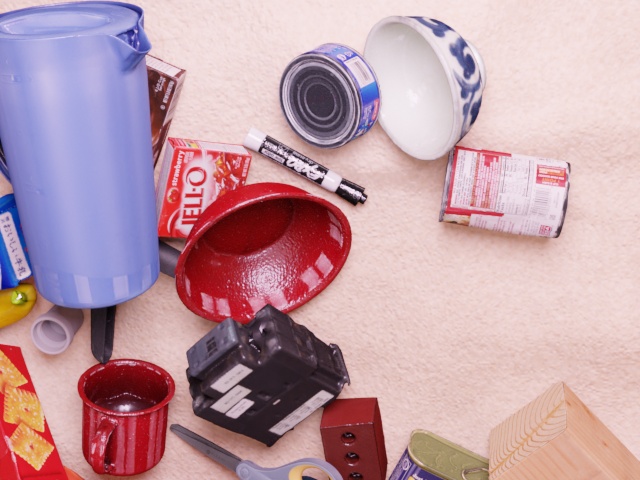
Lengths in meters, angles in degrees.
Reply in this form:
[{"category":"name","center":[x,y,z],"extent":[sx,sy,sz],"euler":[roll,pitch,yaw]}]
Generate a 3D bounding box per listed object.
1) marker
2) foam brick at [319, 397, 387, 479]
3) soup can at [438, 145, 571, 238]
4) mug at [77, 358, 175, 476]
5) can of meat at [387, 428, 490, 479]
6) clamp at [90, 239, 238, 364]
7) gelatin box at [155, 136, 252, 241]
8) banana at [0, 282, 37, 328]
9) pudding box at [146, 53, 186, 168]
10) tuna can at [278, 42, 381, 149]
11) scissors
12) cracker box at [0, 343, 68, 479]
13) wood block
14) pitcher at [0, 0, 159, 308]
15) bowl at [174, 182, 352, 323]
[{"category":"marker","center":[-0.012,-0.065,0.952],"extent":[0.121,0.020,0.020],"euler":[29,113,-2]},{"category":"foam brick","center":[0.033,0.197,1.028],"extent":[0.053,0.051,0.078],"euler":[-7,109,12]},{"category":"soup can","center":[0.156,-0.041,0.907],"extent":[0.102,0.068,0.068],"euler":[9,112,6]},{"category":"mug","center":[-0.192,0.179,1.027],"extent":[0.093,0.117,0.081],"euler":[11,117,6]},{"category":"can of meat","center":[0.115,0.244,1.030],"extent":[0.102,0.057,0.084],"euler":[25,115,0]},{"category":"clamp","center":[-0.198,0.011,1.003],"extent":[0.165,0.036,0.210],"euler":[-33,100,19]},{"category":"gelatin box","center":[-0.107,-0.044,0.954],"extent":[0.073,0.030,0.089],"euler":[5,115,-26]},{"category":"banana","center":[-0.342,0.071,1.036],"extent":[0.198,0.069,0.037],"euler":[-19,73,27]},{"category":"pudding box","center":[-0.178,-0.116,0.950],"extent":[0.090,0.039,0.114],"euler":[24,112,1]},{"category":"tuna can","center":[0.007,-0.121,0.902],"extent":[0.086,0.033,0.086],"euler":[17,121,30]},{"category":"scissors","center":[-0.056,0.214,1.033],"extent":[0.202,0.016,0.096],"euler":[40,114,17]},{"category":"cracker box","center":[-0.332,0.230,1.029],"extent":[0.164,0.072,0.214],"euler":[-42,57,21]},{"category":"wood block","center":[0.259,0.244,0.988],"extent":[0.091,0.090,0.206],"euler":[-41,100,22]},{"category":"pitcher","center":[-0.208,-0.073,0.890],"extent":[0.144,0.149,0.243],"euler":[-10,115,-15]},{"category":"bowl","center":[-0.056,0.001,0.942],"extent":[0.162,0.055,0.162],"euler":[-14,139,-13]}]
